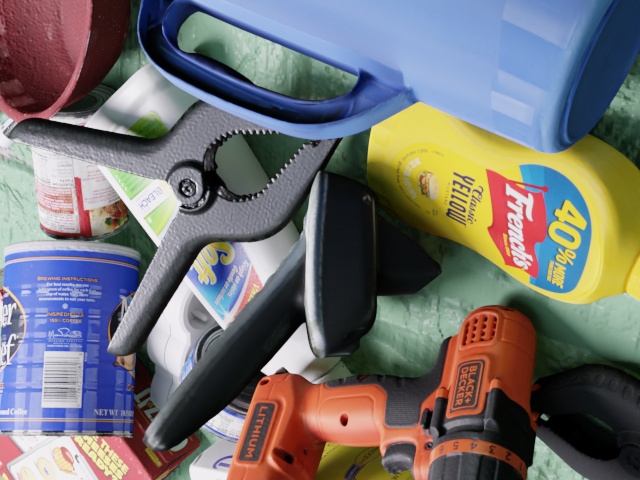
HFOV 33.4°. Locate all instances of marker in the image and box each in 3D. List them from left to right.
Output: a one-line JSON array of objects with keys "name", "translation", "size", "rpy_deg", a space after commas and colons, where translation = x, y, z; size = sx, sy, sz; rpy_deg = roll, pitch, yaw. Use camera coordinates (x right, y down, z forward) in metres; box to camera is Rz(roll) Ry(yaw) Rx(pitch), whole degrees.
[{"name": "marker", "translation": [-0.226, -0.106, 0.844], "size": [0.121, 0.020, 0.020], "rpy_deg": [-30, 91, 45]}]

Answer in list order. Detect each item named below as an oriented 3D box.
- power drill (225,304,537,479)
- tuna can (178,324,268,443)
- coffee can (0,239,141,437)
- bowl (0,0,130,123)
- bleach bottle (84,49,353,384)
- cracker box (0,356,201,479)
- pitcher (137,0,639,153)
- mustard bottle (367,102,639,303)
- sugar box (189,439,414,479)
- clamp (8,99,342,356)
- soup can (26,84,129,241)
[{"name": "power drill", "translation": [0.034, 0.130, 0.621], "size": [0.188, 0.184, 0.057], "rpy_deg": [-14, 129, 33]}, {"name": "tuna can", "translation": [-0.055, 0.100, 0.759], "size": [0.086, 0.085, 0.034], "rpy_deg": [43, 132, 15]}, {"name": "coffee can", "translation": [-0.190, 0.077, 0.805], "size": [0.103, 0.102, 0.140], "rpy_deg": [-10, 76, 43]}, {"name": "bowl", "translation": [-0.178, -0.160, 0.731], "size": [0.162, 0.055, 0.162], "rpy_deg": [6, 98, 46]}, {"name": "bleach bottle", "translation": [-0.055, 0.001, 0.724], "size": [0.103, 0.068, 0.251], "rpy_deg": [-36, 90, 37]}, {"name": "cracker box", "translation": [-0.217, 0.170, 0.946], "size": [0.164, 0.072, 0.214], "rpy_deg": [51, 134, 6]}, {"name": "pitcher", "translation": [0.030, -0.130, 0.529], "size": [0.243, 0.144, 0.149], "rpy_deg": [30, 129, 22]}, {"name": "mustard bottle", "translation": [0.116, -0.019, 0.567], "size": [0.192, 0.058, 0.096], "rpy_deg": [30, 138, 25]}, {"name": "sugar box", "translation": [0.001, 0.160, 0.737], "size": [0.177, 0.093, 0.048], "rpy_deg": [3, 113, 39]}, {"name": "clamp", "translation": [-0.086, -0.041, 0.665], "size": [0.210, 0.036, 0.164], "rpy_deg": [-30, 94, 15]}, {"name": "soup can", "translation": [-0.180, -0.059, 0.795], "size": [0.069, 0.068, 0.102], "rpy_deg": [20, 123, 32]}]
